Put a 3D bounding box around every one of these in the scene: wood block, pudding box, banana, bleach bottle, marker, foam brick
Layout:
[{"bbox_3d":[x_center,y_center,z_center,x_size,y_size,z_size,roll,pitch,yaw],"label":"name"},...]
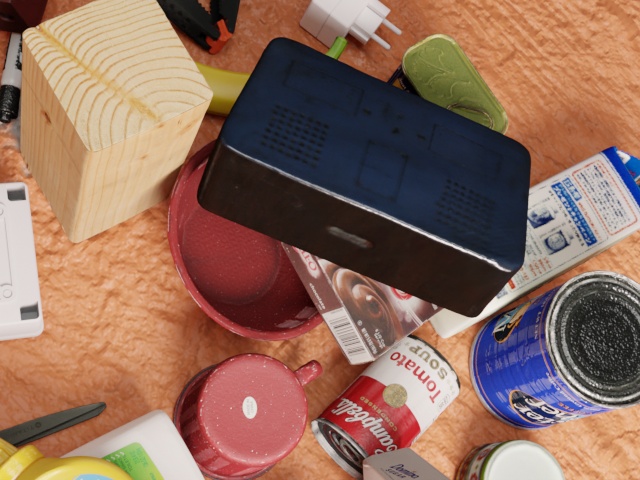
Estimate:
[{"bbox_3d":[-0.152,-0.080,0.753,0.090,0.206,0.091,-29,84,-21],"label":"wood block"},{"bbox_3d":[0.034,0.026,0.819,0.089,0.039,0.113,-31,96,-35],"label":"pudding box"},{"bbox_3d":[-0.077,-0.136,0.877,0.197,0.037,0.069,0,91,-12],"label":"banana"},{"bbox_3d":[-0.198,0.217,0.731,0.250,0.068,0.102,-28,80,-19],"label":"bleach bottle"},{"bbox_3d":[-0.241,-0.150,0.849,0.020,0.020,0.121,10,72,-13],"label":"marker"},{"bbox_3d":[-0.257,-0.197,0.828,0.078,0.053,0.051,10,73,10],"label":"foam brick"}]

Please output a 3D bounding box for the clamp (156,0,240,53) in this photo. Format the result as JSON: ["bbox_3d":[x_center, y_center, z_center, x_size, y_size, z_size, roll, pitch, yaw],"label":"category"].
[{"bbox_3d":[-0.132,-0.256,0.898,0.164,0.036,0.210,-12,79,-27],"label":"clamp"}]

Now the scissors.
[{"bbox_3d":[-0.251,0.169,0.755,0.201,0.016,0.096,-2,76,-16],"label":"scissors"}]

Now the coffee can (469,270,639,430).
[{"bbox_3d":[0.190,0.089,0.834,0.102,0.140,0.103,4,73,-15],"label":"coffee can"}]

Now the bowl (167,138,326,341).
[{"bbox_3d":[-0.055,0.001,0.824,0.161,0.055,0.162,9,72,-32],"label":"bowl"}]

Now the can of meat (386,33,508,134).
[{"bbox_3d":[0.098,-0.108,0.897,0.057,0.084,0.102,-33,85,-22],"label":"can of meat"}]

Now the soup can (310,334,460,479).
[{"bbox_3d":[0.052,0.129,0.823,0.102,0.069,0.068,-42,89,-23],"label":"soup can"}]

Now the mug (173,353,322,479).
[{"bbox_3d":[-0.047,0.123,0.789,0.117,0.082,0.093,-28,83,-21],"label":"mug"}]
